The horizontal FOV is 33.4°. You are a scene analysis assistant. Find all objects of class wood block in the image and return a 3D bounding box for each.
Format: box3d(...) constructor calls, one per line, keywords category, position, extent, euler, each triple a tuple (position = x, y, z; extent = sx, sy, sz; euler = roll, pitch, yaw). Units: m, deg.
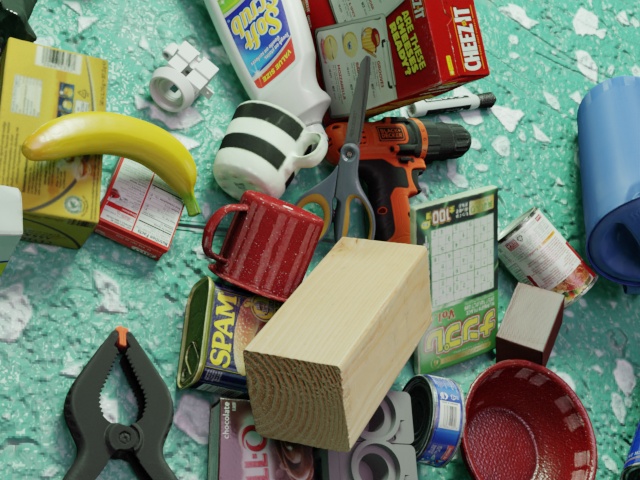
box3d(category="wood block", position=(0.022, 0.086, 0.955), extent=(0.205, 0.091, 0.090), euler=(-48, 137, -52))

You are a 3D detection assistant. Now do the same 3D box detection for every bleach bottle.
box3d(category="bleach bottle", position=(-0.049, -0.211, 1.105), extent=(0.102, 0.068, 0.251), euler=(-26, 81, 7))

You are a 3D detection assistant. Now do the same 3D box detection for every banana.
box3d(category="banana", position=(-0.174, -0.079, 0.939), extent=(0.197, 0.037, 0.069), euler=(19, 57, -45))

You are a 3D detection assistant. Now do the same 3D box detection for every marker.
box3d(category="marker", position=(0.153, -0.156, 1.224), extent=(0.120, 0.020, 0.020), euler=(-10, 73, -30))

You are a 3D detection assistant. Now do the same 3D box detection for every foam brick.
box3d(category="foam brick", position=(0.219, 0.094, 1.116), extent=(0.051, 0.053, 0.078), euler=(15, 54, 20))

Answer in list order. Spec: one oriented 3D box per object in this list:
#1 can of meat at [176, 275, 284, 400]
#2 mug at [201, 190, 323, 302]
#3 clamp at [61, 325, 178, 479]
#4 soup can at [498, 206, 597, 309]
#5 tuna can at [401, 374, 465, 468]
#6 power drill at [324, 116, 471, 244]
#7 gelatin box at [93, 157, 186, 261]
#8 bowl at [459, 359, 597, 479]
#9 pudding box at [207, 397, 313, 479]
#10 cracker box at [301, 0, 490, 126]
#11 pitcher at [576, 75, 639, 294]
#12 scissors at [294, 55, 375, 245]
box3d(category="can of meat", position=(-0.078, 0.093, 0.975), extent=(0.083, 0.058, 0.102), euler=(16, 63, -23))
box3d(category="mug", position=(-0.056, 0.001, 0.983), extent=(0.117, 0.093, 0.081), euler=(18, 96, -35))
box3d(category="clamp", position=(-0.178, 0.176, 0.898), extent=(0.164, 0.036, 0.210), euler=(-1, 67, -27))
box3d(category="soup can", position=(0.242, 0.022, 1.161), extent=(0.102, 0.069, 0.068), euler=(49, 56, 1))
box3d(category="tuna can", position=(0.102, 0.171, 1.013), extent=(0.033, 0.086, 0.086), euler=(13, 63, -20))
box3d(category="power drill", position=(0.101, -0.043, 1.127), extent=(0.184, 0.057, 0.188), euler=(-5, 69, -28))
box3d(category="gelatin box", position=(-0.167, -0.035, 1.002), extent=(0.073, 0.030, 0.089), euler=(26, 59, -16))
box3d(category="bowl", position=(0.195, 0.203, 1.064), extent=(0.161, 0.055, 0.162), euler=(11, 64, -23))
box3d(category="pudding box", position=(-0.053, 0.201, 0.949), extent=(0.089, 0.039, 0.113), euler=(8, 65, -23))
box3d(category="cracker box", position=(0.065, -0.216, 1.068), extent=(0.072, 0.214, 0.164), euler=(-14, 92, -31))
box3d(category="pitcher", position=(0.354, -0.067, 1.205), extent=(0.144, 0.149, 0.242), euler=(33, 38, -24))
box3d(category="scissors", position=(0.011, -0.077, 1.056), extent=(0.096, 0.016, 0.202), euler=(-4, 96, 10))
